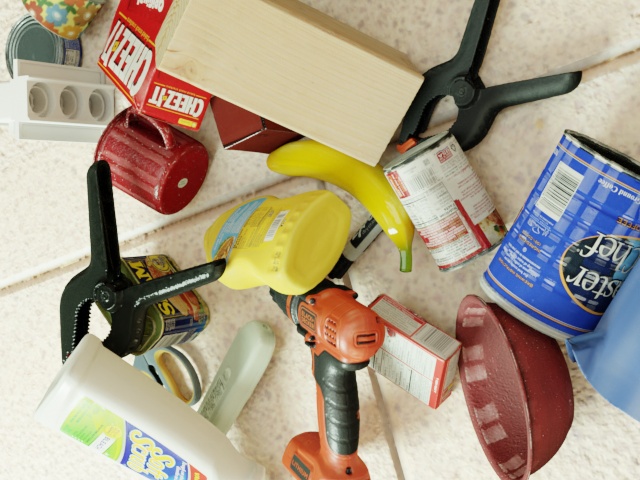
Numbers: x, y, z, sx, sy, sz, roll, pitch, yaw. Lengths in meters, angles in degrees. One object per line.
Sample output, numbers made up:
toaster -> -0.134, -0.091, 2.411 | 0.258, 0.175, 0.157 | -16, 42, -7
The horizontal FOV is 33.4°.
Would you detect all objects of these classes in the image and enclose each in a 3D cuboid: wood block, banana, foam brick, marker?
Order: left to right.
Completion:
foam brick -> -0.057, -0.116, 1.006 | 0.053, 0.078, 0.051 | -22, 79, 28
wood block -> -0.029, -0.154, 0.913 | 0.205, 0.090, 0.091 | 22, 110, -19
banana -> 0.022, -0.051, 0.971 | 0.198, 0.037, 0.070 | 40, 108, 35
marker -> 0.045, -0.008, 0.985 | 0.020, 0.020, 0.121 | 49, 114, 19

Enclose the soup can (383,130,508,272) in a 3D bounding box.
soup can -> 0.106, -0.033, 0.904 | 0.069, 0.068, 0.102 | -27, 97, 28

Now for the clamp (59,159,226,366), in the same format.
clamp -> -0.200, 0.039, 1.017 | 0.164, 0.036, 0.210 | 45, 116, 11

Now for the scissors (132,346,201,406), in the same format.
scissors -> -0.200, 0.107, 1.135 | 0.202, 0.016, 0.096 | 48, 114, 20

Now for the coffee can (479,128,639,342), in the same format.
coffee can -> 0.204, -0.003, 0.845 | 0.103, 0.102, 0.140 | 35, 108, 24

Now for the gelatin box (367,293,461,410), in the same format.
gelatin box -> 0.078, 0.098, 0.947 | 0.089, 0.030, 0.073 | 32, 142, 26

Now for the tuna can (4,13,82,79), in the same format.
tuna can -> -0.303, -0.205, 1.169 | 0.086, 0.033, 0.086 | 2, 93, 30

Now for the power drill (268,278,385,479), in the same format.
power drill -> -0.002, 0.126, 0.971 | 0.185, 0.057, 0.188 | -151, 58, -64

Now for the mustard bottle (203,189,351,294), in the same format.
mustard bottle -> -0.056, 0.002, 0.998 | 0.192, 0.058, 0.096 | 0, 56, 55

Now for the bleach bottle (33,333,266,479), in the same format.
bleach bottle -> -0.141, 0.193, 1.018 | 0.250, 0.068, 0.103 | 33, 130, -11

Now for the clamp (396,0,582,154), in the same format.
clamp -> 0.138, -0.125, 0.915 | 0.120, 0.039, 0.172 | 49, 120, 24

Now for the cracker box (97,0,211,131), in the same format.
cracker box -> -0.132, -0.234, 1.007 | 0.164, 0.072, 0.214 | 46, 117, 55

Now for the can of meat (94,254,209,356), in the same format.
can of meat -> -0.171, 0.061, 1.077 | 0.058, 0.083, 0.102 | -46, 71, 23

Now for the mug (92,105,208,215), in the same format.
mug -> -0.165, -0.085, 1.057 | 0.082, 0.093, 0.117 | 30, 142, 20

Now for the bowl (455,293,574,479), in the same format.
bowl -> 0.163, 0.118, 0.872 | 0.055, 0.162, 0.162 | -11, 86, -9
